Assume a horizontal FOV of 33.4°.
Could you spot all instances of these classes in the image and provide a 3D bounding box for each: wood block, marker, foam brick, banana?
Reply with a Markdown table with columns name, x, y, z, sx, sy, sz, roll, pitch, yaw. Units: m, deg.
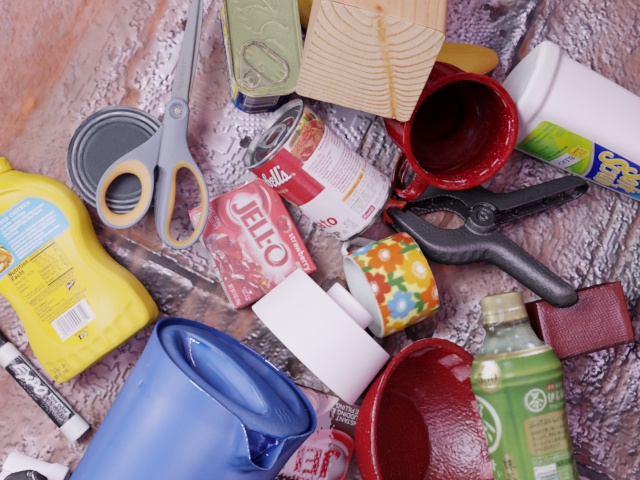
| name | x | y | z | sx | sy | sz | roll | pitch | yaw |
| --- | --- | --- | --- | --- | --- | --- | --- | --- | --- |
| wood block | 0.045 | -0.202 | 0.813 | 0.090 | 0.091 | 0.206 | 14 | 50 | -7 |
| marker | -0.228 | 0.108 | 0.836 | 0.020 | 0.020 | 0.121 | -42 | 92 | -9 |
| foam brick | 0.209 | 0.068 | 0.883 | 0.078 | 0.053 | 0.051 | -14 | 88 | -10 |
| banana | 0.051 | -0.171 | 0.888 | 0.197 | 0.037 | 0.069 | 27 | 83 | -5 |

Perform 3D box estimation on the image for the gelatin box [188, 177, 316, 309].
| name | x | y | z | sx | sy | sz | roll | pitch | yaw |
| --- | --- | --- | --- | --- | --- | --- | --- | --- | --- |
| gelatin box | -0.056 | 0.001 | 0.863 | 0.073 | 0.030 | 0.089 | -26 | 90 | -9 |

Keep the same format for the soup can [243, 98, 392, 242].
| name | x | y | z | sx | sy | sz | roll | pitch | yaw |
| --- | --- | --- | --- | --- | --- | --- | --- | --- | --- |
| soup can | -0.001 | -0.054 | 0.843 | 0.102 | 0.069 | 0.068 | 39 | 81 | -22 |

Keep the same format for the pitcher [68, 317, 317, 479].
| name | x | y | z | sx | sy | sz | roll | pitch | yaw |
| --- | --- | --- | --- | --- | --- | --- | --- | --- | --- |
| pitcher | -0.123 | 0.181 | 0.775 | 0.145 | 0.149 | 0.243 | 36 | 101 | 10 |

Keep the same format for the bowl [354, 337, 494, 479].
| name | x | y | z | sx | sy | sz | roll | pitch | yaw |
| --- | --- | --- | --- | --- | --- | --- | --- | --- | --- |
| bowl | 0.077 | 0.159 | 0.835 | 0.161 | 0.055 | 0.162 | 14 | 69 | -42 |

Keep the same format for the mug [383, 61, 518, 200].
| name | x | y | z | sx | sy | sz | roll | pitch | yaw |
| --- | --- | --- | --- | --- | --- | --- | --- | --- | --- |
| mug | 0.093 | -0.086 | 0.851 | 0.093 | 0.081 | 0.117 | 23 | 103 | -21 |

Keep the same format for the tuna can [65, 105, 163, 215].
| name | x | y | z | sx | sy | sz | roll | pitch | yaw |
| --- | --- | --- | --- | --- | --- | --- | --- | --- | --- |
| tuna can | -0.158 | -0.062 | 0.852 | 0.086 | 0.034 | 0.086 | 1 | 85 | -8 |

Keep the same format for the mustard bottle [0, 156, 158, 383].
| name | x | y | z | sx | sy | sz | roll | pitch | yaw |
| --- | --- | --- | --- | --- | --- | --- | --- | --- | --- |
| mustard bottle | -0.217 | 0.008 | 0.824 | 0.096 | 0.058 | 0.191 | -35 | 90 | 11 |

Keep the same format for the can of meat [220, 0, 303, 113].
| name | x | y | z | sx | sy | sz | roll | pitch | yaw |
| --- | --- | --- | --- | --- | --- | --- | --- | --- | --- |
| can of meat | -0.049 | -0.156 | 0.849 | 0.057 | 0.084 | 0.102 | -6 | 86 | -9 |

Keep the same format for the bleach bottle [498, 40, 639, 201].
| name | x | y | z | sx | sy | sz | roll | pitch | yaw |
| --- | --- | --- | --- | --- | --- | --- | --- | --- | --- |
| bleach bottle | 0.268 | -0.071 | 0.877 | 0.250 | 0.103 | 0.068 | 24 | 72 | -6 |

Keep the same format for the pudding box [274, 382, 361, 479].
| name | x | y | z | sx | sy | sz | roll | pitch | yaw |
| --- | --- | --- | --- | --- | --- | --- | --- | --- | --- |
| pudding box | -0.030 | 0.157 | 0.849 | 0.113 | 0.039 | 0.090 | 19 | 84 | -5 |

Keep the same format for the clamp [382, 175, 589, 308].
| name | x | y | z | sx | sy | sz | roll | pitch | yaw |
| --- | --- | --- | --- | --- | --- | --- | --- | --- | --- |
| clamp | 0.140 | -0.019 | 0.877 | 0.171 | 0.039 | 0.120 | 19 | 56 | 8 |

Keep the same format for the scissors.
| name | x | y | z | sx | sy | sz | roll | pitch | yaw |
| --- | --- | --- | --- | --- | --- | --- | --- | --- | --- |
| scissors | -0.131 | -0.091 | 0.831 | 0.096 | 0.016 | 0.202 | -5 | 86 | -8 |
